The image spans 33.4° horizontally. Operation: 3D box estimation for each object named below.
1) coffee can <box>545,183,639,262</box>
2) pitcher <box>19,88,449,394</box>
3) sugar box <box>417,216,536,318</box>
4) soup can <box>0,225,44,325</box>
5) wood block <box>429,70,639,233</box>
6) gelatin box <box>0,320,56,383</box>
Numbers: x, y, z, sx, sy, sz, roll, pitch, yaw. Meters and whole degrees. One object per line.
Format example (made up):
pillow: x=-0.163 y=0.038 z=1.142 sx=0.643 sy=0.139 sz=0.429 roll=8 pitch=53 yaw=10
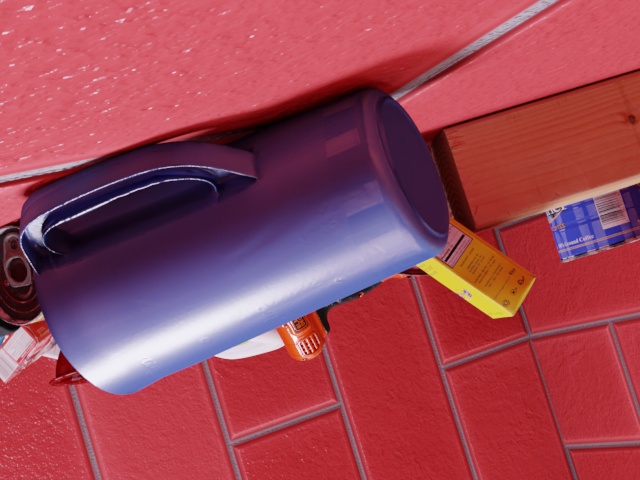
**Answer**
coffee can: x=0.276 y=-0.059 z=1.101 sx=0.103 sy=0.140 sz=0.103 roll=-17 pitch=176 yaw=-1
pitcher: x=-0.053 y=-0.005 z=0.661 sx=0.243 sy=0.145 sz=0.149 roll=-23 pitch=-174 yaw=21
sugar box: x=0.095 y=0.001 z=0.919 sx=0.048 sy=0.176 sz=0.093 roll=-57 pitch=177 yaw=-6
soup can: x=-0.181 y=0.018 z=0.762 sx=0.069 sy=0.068 sz=0.102 roll=-20 pitch=176 yaw=31
wood block: x=0.212 y=-0.077 z=0.936 sx=0.206 sy=0.091 sz=0.090 roll=-17 pitch=176 yaw=-3
gelatin box: x=-0.277 y=0.093 z=1.046 sx=0.089 sy=0.030 sz=0.073 roll=-43 pitch=179 yaw=39
